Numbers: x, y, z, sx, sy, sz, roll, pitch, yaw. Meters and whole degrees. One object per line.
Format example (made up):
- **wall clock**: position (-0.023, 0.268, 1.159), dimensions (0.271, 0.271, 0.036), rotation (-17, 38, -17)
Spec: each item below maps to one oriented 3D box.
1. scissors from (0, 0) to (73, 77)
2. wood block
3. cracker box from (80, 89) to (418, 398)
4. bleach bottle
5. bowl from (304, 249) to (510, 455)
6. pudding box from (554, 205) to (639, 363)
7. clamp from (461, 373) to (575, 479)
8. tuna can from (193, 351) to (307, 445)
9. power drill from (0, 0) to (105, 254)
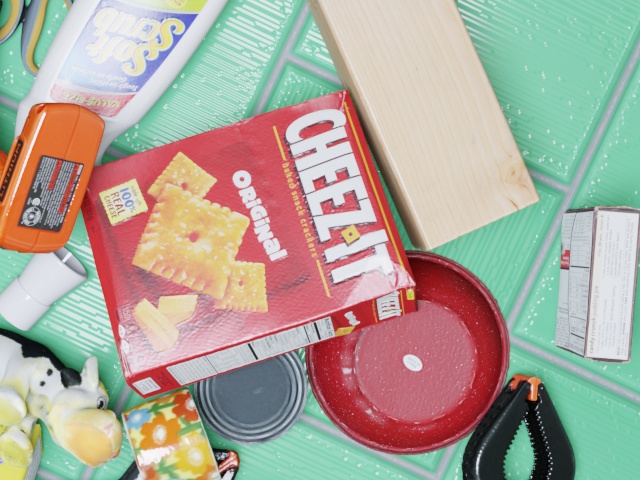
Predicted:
- **scissors**: position (-0.220, -0.225, 0.815), dimensions (0.096, 0.016, 0.202), rotation (4, 91, -3)
- **wood block**: position (0.073, -0.106, 0.791), dimensions (0.091, 0.090, 0.206), rotation (-24, 92, -2)
- **cracker box**: position (-0.055, 0.001, 0.773), dimensions (0.213, 0.072, 0.164), rotation (-18, 70, -1)
- **bleach bottle**: position (-0.146, -0.136, 0.796), dimensions (0.102, 0.068, 0.251), rotation (29, 94, -17)
- **bowl**: position (0.069, 0.088, 0.811), dimensions (0.162, 0.055, 0.162), rotation (0, 91, -1)
- **pudding box**: position (0.206, 0.031, 0.797), dimensions (0.039, 0.090, 0.113), rotation (3, 90, -2)
- **clamp**: position (0.140, 0.208, 0.812), dimensions (0.164, 0.036, 0.210), rotation (0, 89, -21)
- **tuna can**: position (-0.053, 0.111, 0.817), dimensions (0.086, 0.034, 0.086), rotation (0, 91, -2)
- **power drill**: position (-0.230, -0.084, 0.748), dimensions (0.188, 0.057, 0.184), rotation (28, 103, 40)
